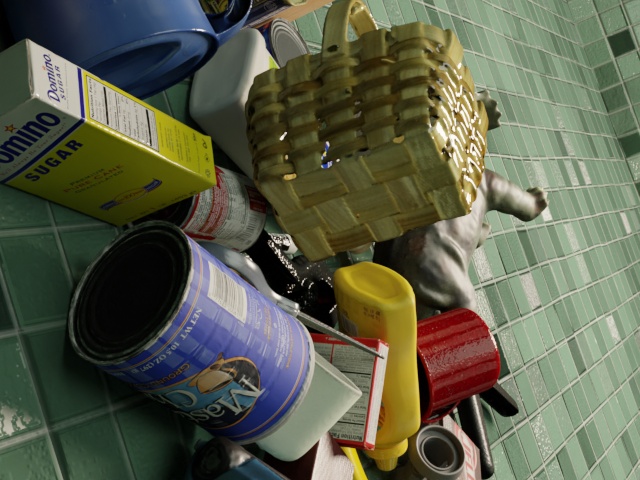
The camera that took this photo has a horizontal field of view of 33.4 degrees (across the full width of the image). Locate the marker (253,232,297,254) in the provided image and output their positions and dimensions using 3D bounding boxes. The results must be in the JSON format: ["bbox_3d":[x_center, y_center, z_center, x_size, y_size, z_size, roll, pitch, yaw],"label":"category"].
[{"bbox_3d":[-0.056,0.001,0.919,0.121,0.020,0.020,6,66,-62],"label":"marker"}]

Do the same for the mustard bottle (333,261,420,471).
[{"bbox_3d":[0.053,0.122,0.949,0.096,0.058,0.192,36,-44,56],"label":"mustard bottle"}]

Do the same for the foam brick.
[{"bbox_3d":[-0.012,0.193,0.822,0.051,0.053,0.078,53,31,-29],"label":"foam brick"}]

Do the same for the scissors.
[{"bbox_3d":[-0.028,0.044,0.788,0.201,0.096,0.016,22,69,-10],"label":"scissors"}]

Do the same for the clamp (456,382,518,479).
[{"bbox_3d":[0.161,0.155,1.208,0.210,0.036,0.164,60,26,-14],"label":"clamp"}]

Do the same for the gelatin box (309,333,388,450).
[{"bbox_3d":[0.012,0.123,0.869,0.030,0.073,0.089,37,58,-63],"label":"gelatin box"}]

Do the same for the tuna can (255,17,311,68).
[{"bbox_3d":[-0.039,-0.177,1.071,0.086,0.034,0.086,43,36,-43],"label":"tuna can"}]

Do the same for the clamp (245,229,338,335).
[{"bbox_3d":[-0.023,0.060,0.920,0.171,0.039,0.120,23,68,-59],"label":"clamp"}]

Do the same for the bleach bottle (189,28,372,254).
[{"bbox_3d":[-0.022,-0.075,0.994,0.250,0.068,0.102,48,37,-41],"label":"bleach bottle"}]

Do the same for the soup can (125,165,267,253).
[{"bbox_3d":[-0.094,-0.027,0.811,0.102,0.069,0.068,15,58,-60],"label":"soup can"}]

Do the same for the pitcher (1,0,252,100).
[{"bbox_3d":[-0.163,-0.220,0.741,0.149,0.145,0.243,-12,79,-61],"label":"pitcher"}]

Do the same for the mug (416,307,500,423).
[{"bbox_3d":[0.112,0.121,0.996,0.093,0.081,0.117,43,-38,50],"label":"mug"}]

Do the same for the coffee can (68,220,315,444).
[{"bbox_3d":[-0.084,0.065,0.720,0.140,0.103,0.103,42,37,-43],"label":"coffee can"}]

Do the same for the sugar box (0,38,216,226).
[{"bbox_3d":[-0.156,-0.062,0.687,0.176,0.093,0.048,21,53,-56],"label":"sugar box"}]
